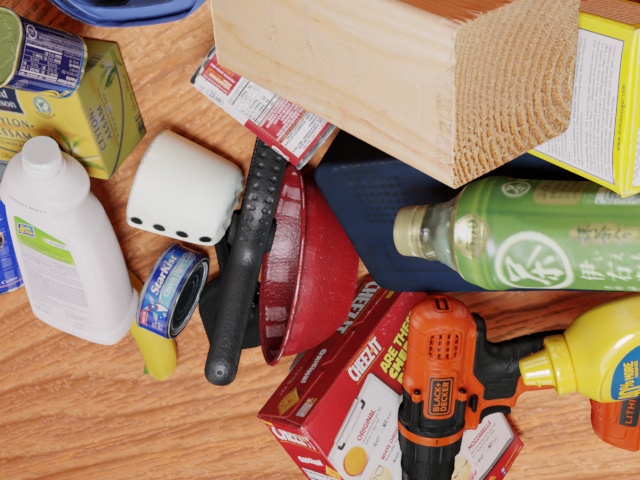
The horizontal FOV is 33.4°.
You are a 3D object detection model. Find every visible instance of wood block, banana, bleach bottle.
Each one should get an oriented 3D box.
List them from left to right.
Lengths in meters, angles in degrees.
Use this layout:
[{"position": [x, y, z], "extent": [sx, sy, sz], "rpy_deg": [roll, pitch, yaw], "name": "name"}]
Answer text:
[{"position": [-0.217, -0.001, 0.923], "extent": [0.102, 0.068, 0.251], "rpy_deg": [19, 149, 6], "name": "bleach bottle"}, {"position": [-0.188, 0.084, 1.095], "extent": [0.070, 0.037, 0.198], "rpy_deg": [8, 135, 26], "name": "banana"}, {"position": [0.033, -0.119, 0.592], "extent": [0.206, 0.090, 0.090], "rpy_deg": [33, 140, 42], "name": "wood block"}]

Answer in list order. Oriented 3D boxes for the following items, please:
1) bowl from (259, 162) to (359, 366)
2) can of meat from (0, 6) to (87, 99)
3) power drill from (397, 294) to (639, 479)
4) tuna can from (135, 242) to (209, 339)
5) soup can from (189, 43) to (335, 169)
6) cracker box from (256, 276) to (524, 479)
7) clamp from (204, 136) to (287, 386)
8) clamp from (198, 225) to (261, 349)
[{"position": [-0.007, 0.021, 0.845], "extent": [0.055, 0.162, 0.162], "rpy_deg": [6, 142, -13], "name": "bowl"}, {"position": [-0.236, -0.140, 0.787], "extent": [0.102, 0.083, 0.057], "rpy_deg": [14, 95, 23], "name": "can of meat"}, {"position": [0.152, 0.126, 0.817], "extent": [0.187, 0.057, 0.184], "rpy_deg": [-2, 119, -5], "name": "power drill"}, {"position": [-0.135, 0.047, 0.984], "extent": [0.034, 0.086, 0.086], "rpy_deg": [23, 140, 8], "name": "tuna can"}, {"position": [-0.035, -0.108, 0.771], "extent": [0.102, 0.068, 0.069], "rpy_deg": [38, 140, -6], "name": "soup can"}, {"position": [0.066, 0.162, 0.905], "extent": [0.072, 0.164, 0.213], "rpy_deg": [1, 134, 51], "name": "cracker box"}, {"position": [-0.055, 0.001, 0.837], "extent": [0.036, 0.164, 0.210], "rpy_deg": [13, 113, -6], "name": "clamp"}, {"position": [-0.074, 0.044, 0.980], "extent": [0.120, 0.039, 0.172], "rpy_deg": [42, 133, -2], "name": "clamp"}]
